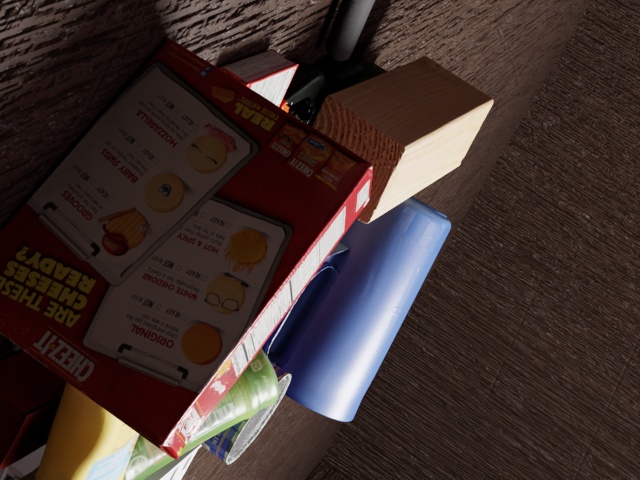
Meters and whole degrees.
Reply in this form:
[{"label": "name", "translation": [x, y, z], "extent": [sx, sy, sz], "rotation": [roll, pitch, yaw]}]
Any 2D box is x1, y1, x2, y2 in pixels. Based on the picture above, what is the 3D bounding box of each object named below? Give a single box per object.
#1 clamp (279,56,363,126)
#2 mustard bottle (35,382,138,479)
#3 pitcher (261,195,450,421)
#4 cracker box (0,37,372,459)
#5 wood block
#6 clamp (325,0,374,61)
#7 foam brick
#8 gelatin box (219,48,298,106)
[{"label": "clamp", "translation": [-0.022, -0.114, 0.977], "extent": [0.171, 0.039, 0.120], "rotation": [-19, 137, -64]}, {"label": "mustard bottle", "translation": [-0.158, 0.134, 0.762], "extent": [0.192, 0.058, 0.096], "rotation": [-67, 171, 23]}, {"label": "pitcher", "translation": [0.028, 0.055, 1.115], "extent": [0.243, 0.145, 0.149], "rotation": [-61, -175, 6]}, {"label": "cracker box", "translation": [-0.093, 0.002, 0.671], "extent": [0.213, 0.164, 0.072], "rotation": [-53, 166, -16]}, {"label": "wood block", "translation": [0.075, -0.103, 1.037], "extent": [0.205, 0.091, 0.090], "rotation": [-32, 152, -54]}, {"label": "clamp", "translation": [0.063, -0.263, 0.909], "extent": [0.164, 0.036, 0.210], "rotation": [-52, 168, -20]}, {"label": "foam brick", "translation": [-0.218, 0.120, 0.767], "extent": [0.053, 0.051, 0.078], "rotation": [-59, 169, 17]}, {"label": "gelatin box", "translation": [-0.061, -0.108, 0.845], "extent": [0.089, 0.030, 0.073], "rotation": [-39, 158, -58]}]
